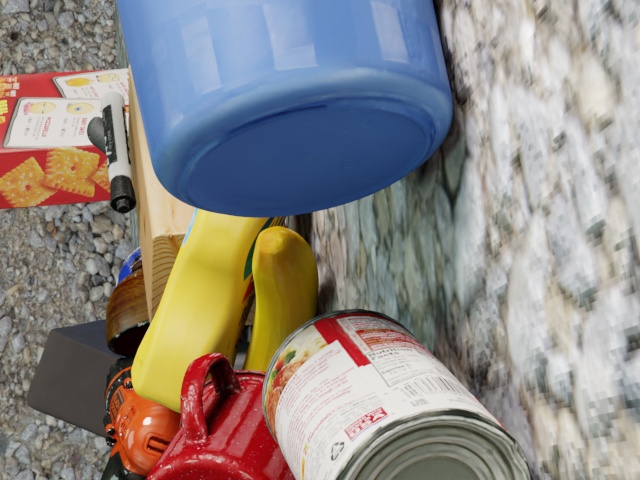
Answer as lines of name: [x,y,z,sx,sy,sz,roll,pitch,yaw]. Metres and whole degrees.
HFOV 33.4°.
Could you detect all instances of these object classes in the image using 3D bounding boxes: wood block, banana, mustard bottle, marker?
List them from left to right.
marker: [-0.152,-0.066,0.801,0.020,0.020,0.121,100,161,-47]
wood block: [-0.090,-0.041,0.785,0.206,0.090,0.091,-106,19,-45]
mustard bottle: [-0.054,0.001,0.632,0.096,0.058,0.192,-51,-18,-75]
banana: [-0.027,0.057,0.612,0.069,0.037,0.198,-59,-13,-49]

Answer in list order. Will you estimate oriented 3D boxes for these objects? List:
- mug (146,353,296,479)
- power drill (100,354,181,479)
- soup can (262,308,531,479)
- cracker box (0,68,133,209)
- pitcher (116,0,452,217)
mug: [-0.046,0.116,0.556,0.081,0.093,0.117,-56,-45,-66]
power drill: [-0.150,0.179,0.755,0.185,0.057,0.187,-156,86,-74]
soup can: [0.023,0.070,0.369,0.102,0.068,0.068,-135,43,-70]
cracker box: [-0.219,-0.104,1.054,0.164,0.213,0.072,-111,19,-54]
pitcher: [-0.020,-0.141,0.403,0.149,0.145,0.243,86,172,-71]
